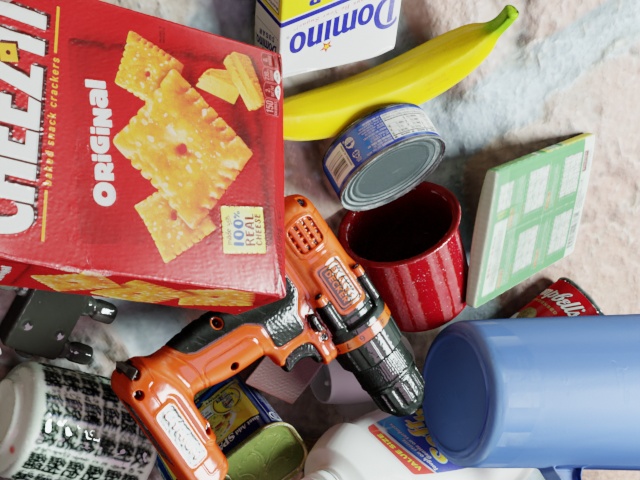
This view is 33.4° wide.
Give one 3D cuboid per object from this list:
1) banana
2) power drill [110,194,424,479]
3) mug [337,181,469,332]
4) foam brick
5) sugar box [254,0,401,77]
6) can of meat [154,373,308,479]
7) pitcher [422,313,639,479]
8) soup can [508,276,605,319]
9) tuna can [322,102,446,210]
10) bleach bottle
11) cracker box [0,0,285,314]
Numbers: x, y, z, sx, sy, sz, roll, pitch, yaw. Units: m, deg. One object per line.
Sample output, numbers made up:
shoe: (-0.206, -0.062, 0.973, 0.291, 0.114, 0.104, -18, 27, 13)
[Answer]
banana: (0.044, -0.112, 0.749, 0.197, 0.037, 0.069, -26, 156, -7)
power drill: (-0.033, 0.089, 0.730, 0.187, 0.057, 0.184, -39, 104, -19)
mug: (0.057, 0.020, 0.807, 0.117, 0.093, 0.081, -23, 129, -1)
foam brick: (-0.027, 0.073, 0.805, 0.053, 0.051, 0.078, 34, 95, -38)
sugar box: (0.009, -0.191, 0.667, 0.093, 0.048, 0.176, -17, 136, -22)
can of meat: (-0.073, 0.157, 0.801, 0.102, 0.084, 0.057, -38, 127, -8)
pitcher: (0.206, 0.128, 0.828, 0.242, 0.149, 0.145, 3, 118, -25)
soup can: (0.192, 0.088, 0.927, 0.102, 0.069, 0.068, -37, 127, -8)
tuna can: (0.045, -0.060, 0.764, 0.086, 0.034, 0.086, -25, 158, -11)
bleach bottle: (0.072, 0.176, 0.830, 0.250, 0.103, 0.068, -6, 143, -54)
cracker box: (-0.124, -0.052, 0.623, 0.213, 0.072, 0.164, 10, 71, -33)
